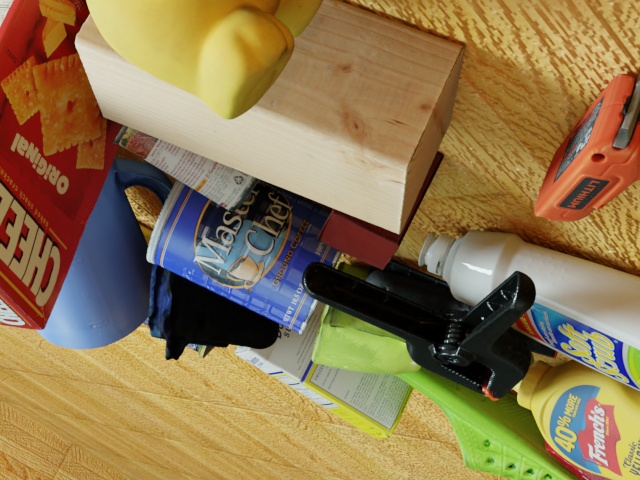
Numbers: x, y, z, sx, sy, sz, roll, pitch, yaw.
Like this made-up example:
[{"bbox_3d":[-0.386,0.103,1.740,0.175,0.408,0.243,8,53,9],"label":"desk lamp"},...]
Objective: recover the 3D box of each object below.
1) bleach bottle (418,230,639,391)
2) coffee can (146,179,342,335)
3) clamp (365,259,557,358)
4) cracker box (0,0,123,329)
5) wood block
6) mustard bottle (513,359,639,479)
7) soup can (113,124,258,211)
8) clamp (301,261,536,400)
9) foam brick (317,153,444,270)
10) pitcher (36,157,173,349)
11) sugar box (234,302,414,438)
[{"bbox_3d":[0.191,0.054,0.768,0.251,0.068,0.102,22,157,18],"label":"bleach bottle"},{"bbox_3d":[-0.056,0.001,0.867,0.140,0.102,0.103,26,158,1],"label":"coffee can"},{"bbox_3d":[0.109,0.053,0.845,0.171,0.039,0.120,18,-168,11],"label":"clamp"},{"bbox_3d":[-0.211,-0.070,0.732,0.072,0.213,0.164,5,151,19],"label":"cracker box"},{"bbox_3d":[-0.029,-0.095,0.643,0.206,0.090,0.091,22,158,10],"label":"wood block"},{"bbox_3d":[0.230,0.143,0.838,0.192,0.058,0.096,25,128,31],"label":"mustard bottle"},{"bbox_3d":[-0.091,-0.075,0.785,0.102,0.068,0.069,31,158,-12],"label":"soup can"},{"bbox_3d":[0.104,0.068,0.767,0.165,0.036,0.209,-1,153,35],"label":"clamp"},{"bbox_3d":[0.041,-0.029,0.727,0.051,0.078,0.053,28,158,0],"label":"foam brick"},{"bbox_3d":[-0.219,-0.024,0.952,0.145,0.149,0.243,21,146,20],"label":"pitcher"},{"bbox_3d":[0.012,0.115,1.060,0.176,0.093,0.048,33,157,-14],"label":"sugar box"}]
